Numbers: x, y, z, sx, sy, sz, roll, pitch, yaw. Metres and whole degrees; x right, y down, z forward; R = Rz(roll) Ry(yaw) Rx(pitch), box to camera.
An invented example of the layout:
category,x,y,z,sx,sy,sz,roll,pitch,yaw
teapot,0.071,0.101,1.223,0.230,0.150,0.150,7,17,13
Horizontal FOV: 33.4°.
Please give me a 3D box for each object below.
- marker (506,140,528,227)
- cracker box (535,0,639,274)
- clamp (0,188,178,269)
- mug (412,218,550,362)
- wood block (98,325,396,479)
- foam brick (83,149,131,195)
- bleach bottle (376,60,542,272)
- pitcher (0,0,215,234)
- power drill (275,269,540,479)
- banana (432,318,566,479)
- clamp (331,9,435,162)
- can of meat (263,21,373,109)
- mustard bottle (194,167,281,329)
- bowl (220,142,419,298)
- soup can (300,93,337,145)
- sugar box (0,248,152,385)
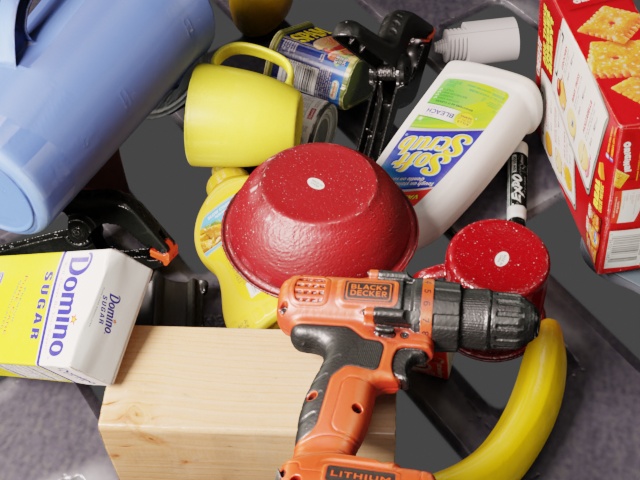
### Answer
category,x,y,z,sx,sy,sz,roll,pitch,yaw
marker,0.176,-0.041,0.957,0.020,0.020,0.121,4,51,6
cracker box,0.241,-0.105,0.899,0.072,0.164,0.213,-8,45,-1
clamp,-0.205,-0.022,0.907,0.171,0.120,0.039,8,27,5
mug,0.127,0.037,0.855,0.117,0.081,0.093,-1,51,2
wood block,-0.047,0.125,0.787,0.206,0.090,0.091,1,51,4
foam brick,-0.208,-0.067,0.960,0.053,0.078,0.051,-23,55,-16
bleach bottle,0.094,-0.048,0.932,0.103,0.068,0.250,21,61,28
pitcher,-0.200,-0.131,0.845,0.149,0.145,0.242,38,56,-10
power drill,0.052,0.102,0.706,0.184,0.057,0.187,2,47,10
banana,0.136,0.139,0.788,0.197,0.069,0.037,-40,15,-32
clamp,0.061,-0.163,0.990,0.036,0.164,0.209,8,42,22
can of meat,0.005,-0.167,1.027,0.084,0.057,0.102,22,25,16
mustard bottle,-0.056,0.001,0.905,0.096,0.058,0.192,-32,52,6
bowl,-0.001,-0.027,0.849,0.162,0.055,0.162,-1,48,1
soup can,-0.043,-0.108,0.991,0.102,0.068,0.068,17,54,15
sugar box,-0.208,0.057,0.807,0.177,0.048,0.093,-6,60,45
